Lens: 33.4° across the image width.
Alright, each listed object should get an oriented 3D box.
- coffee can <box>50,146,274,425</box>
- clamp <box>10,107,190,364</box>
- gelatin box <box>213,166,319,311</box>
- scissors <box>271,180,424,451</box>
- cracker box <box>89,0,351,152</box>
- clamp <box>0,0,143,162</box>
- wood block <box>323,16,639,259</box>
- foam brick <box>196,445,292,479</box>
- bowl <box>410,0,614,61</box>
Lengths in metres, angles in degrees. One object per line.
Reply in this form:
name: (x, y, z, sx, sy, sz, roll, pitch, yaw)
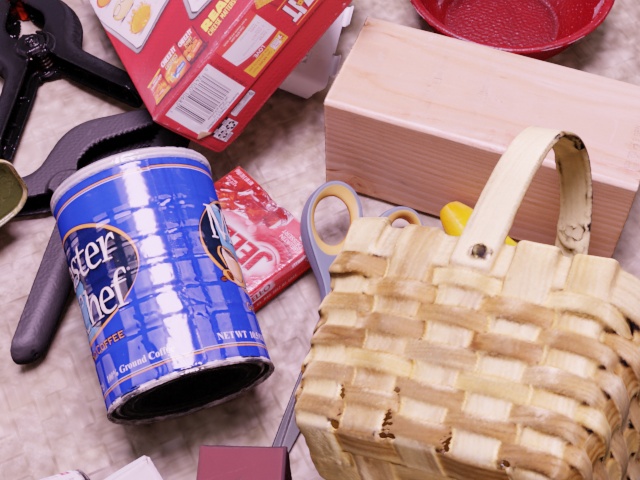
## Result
coffee can: (-0.097, 0.028, 0.650, 0.102, 0.103, 0.140, -16, 71, -9)
clamp: (-0.170, -0.019, 0.741, 0.209, 0.036, 0.165, -33, 62, -14)
gelatin box: (-0.055, 0.001, 0.727, 0.073, 0.030, 0.089, -37, 63, -20)
scissors: (-0.005, 0.041, 0.689, 0.096, 0.016, 0.201, 43, 64, -6)
cracker box: (-0.076, -0.188, 0.759, 0.164, 0.072, 0.214, -48, 44, 16)
clamp: (-0.204, -0.140, 0.820, 0.120, 0.039, 0.171, -14, 57, -9)
wood block: (0.115, -0.069, 0.732, 0.206, 0.091, 0.090, 17, 58, 13)
foam brick: (-0.045, 0.162, 0.608, 0.051, 0.053, 0.078, 2, 57, 3)
bowl: (0.144, -0.187, 0.829, 0.162, 0.055, 0.162, -1, 57, 1)
